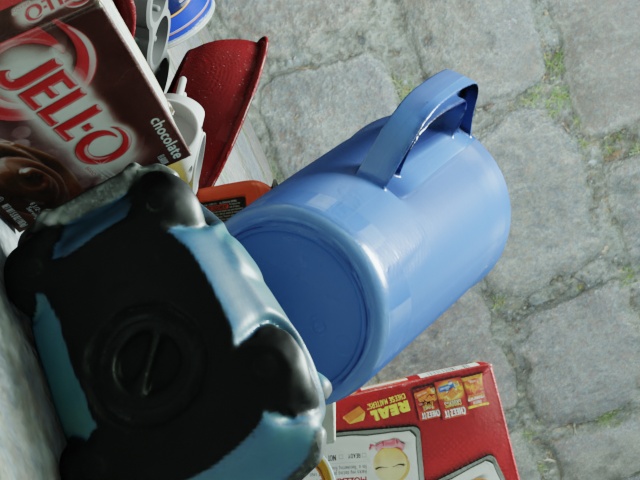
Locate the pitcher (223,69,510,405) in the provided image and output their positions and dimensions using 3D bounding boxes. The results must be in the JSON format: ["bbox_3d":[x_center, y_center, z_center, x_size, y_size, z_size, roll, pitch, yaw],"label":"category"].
[{"bbox_3d":[0.027,-0.003,0.629,0.242,0.145,0.149,-34,105,-64],"label":"pitcher"}]

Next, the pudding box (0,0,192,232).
[{"bbox_3d":[-0.116,-0.059,0.453,0.113,0.090,0.039,64,3,-62],"label":"pudding box"}]

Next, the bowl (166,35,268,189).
[{"bbox_3d":[-0.099,-0.099,0.854,0.055,0.162,0.162,23,15,-13],"label":"bowl"}]

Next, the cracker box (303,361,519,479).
[{"bbox_3d":[0.068,0.210,0.786,0.072,0.164,0.214,82,-5,-85],"label":"cracker box"}]
